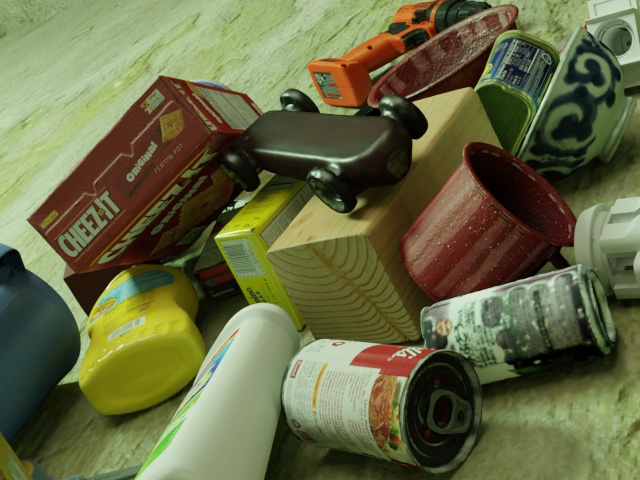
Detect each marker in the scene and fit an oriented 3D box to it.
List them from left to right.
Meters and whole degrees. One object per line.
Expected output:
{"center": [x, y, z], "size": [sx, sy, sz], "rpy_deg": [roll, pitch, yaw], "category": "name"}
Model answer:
{"center": [-0.091, -0.032, 1.077], "size": [0.121, 0.020, 0.020], "rpy_deg": [3, 37, 50], "category": "marker"}

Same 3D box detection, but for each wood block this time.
{"center": [0.060, -0.020, 0.798], "size": [0.090, 0.091, 0.205], "rpy_deg": [-11, 27, 38], "category": "wood block"}

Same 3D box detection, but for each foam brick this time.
{"center": [-0.199, 0.030, 1.023], "size": [0.078, 0.051, 0.053], "rpy_deg": [-25, 24, 6], "category": "foam brick"}

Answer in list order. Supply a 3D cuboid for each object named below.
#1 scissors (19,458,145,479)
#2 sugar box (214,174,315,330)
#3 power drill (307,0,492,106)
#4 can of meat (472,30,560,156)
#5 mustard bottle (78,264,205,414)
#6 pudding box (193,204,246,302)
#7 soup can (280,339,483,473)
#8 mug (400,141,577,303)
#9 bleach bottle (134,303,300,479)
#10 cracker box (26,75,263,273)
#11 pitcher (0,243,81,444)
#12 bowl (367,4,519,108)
{"center": [-0.179, 0.168, 0.760], "size": [0.202, 0.016, 0.096], "rpy_deg": [-24, 23, 6], "category": "scissors"}
{"center": [-0.006, -0.016, 0.862], "size": [0.048, 0.093, 0.176], "rpy_deg": [-6, 30, 36], "category": "sugar box"}
{"center": [0.092, -0.220, 1.229], "size": [0.187, 0.057, 0.185], "rpy_deg": [-32, 20, -18], "category": "power drill"}
{"center": [0.150, -0.108, 0.882], "size": [0.057, 0.102, 0.083], "rpy_deg": [24, 44, 7], "category": "can of meat"}
{"center": [-0.147, 0.066, 0.883], "size": [0.096, 0.058, 0.192], "rpy_deg": [-29, 23, 3], "category": "mustard bottle"}
{"center": [-0.056, 0.001, 0.948], "size": [0.090, 0.039, 0.113], "rpy_deg": [-19, 26, 18], "category": "pudding box"}
{"center": [0.034, 0.094, 0.621], "size": [0.102, 0.068, 0.068], "rpy_deg": [0, 35, 47], "category": "soup can"}
{"center": [0.113, 0.005, 0.685], "size": [0.082, 0.117, 0.093], "rpy_deg": [-52, -19, 29], "category": "mug"}
{"center": [-0.063, 0.114, 0.678], "size": [0.103, 0.068, 0.250], "rpy_deg": [-53, 7, 23], "category": "bleach bottle"}
{"center": [-0.131, -0.054, 0.924], "size": [0.164, 0.072, 0.213], "rpy_deg": [-45, -7, 13], "category": "cracker box"}
{"center": [-0.290, 0.120, 0.801], "size": [0.145, 0.149, 0.242], "rpy_deg": [-20, 24, 27], "category": "pitcher"}
{"center": [0.125, -0.152, 0.993], "size": [0.162, 0.055, 0.162], "rpy_deg": [-32, 18, 11], "category": "bowl"}
